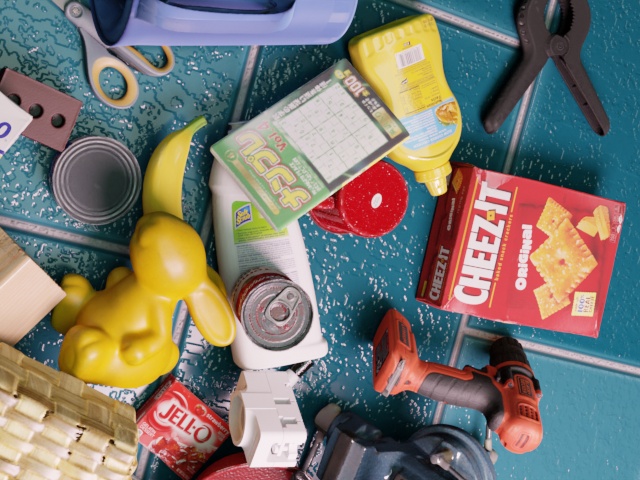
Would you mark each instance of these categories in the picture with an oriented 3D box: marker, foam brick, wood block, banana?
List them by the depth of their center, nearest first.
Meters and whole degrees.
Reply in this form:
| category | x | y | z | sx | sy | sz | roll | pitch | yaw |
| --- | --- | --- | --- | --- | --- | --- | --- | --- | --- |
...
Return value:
| category | x | y | z | sx | sy | sz | roll | pitch | yaw |
| --- | --- | --- | --- | --- | --- | --- | --- | --- | --- |
| wood block | -0.345 | 0.078 | 0.959 | 0.090 | 0.091 | 0.206 | 41 | 79 | 22 |
| foam brick | -0.270 | -0.122 | 0.999 | 0.078 | 0.051 | 0.053 | 23 | 89 | -24 |
| banana | -0.142 | -0.023 | 1.061 | 0.069 | 0.037 | 0.198 | -6 | 111 | -18 |
| marker | -0.050 | 0.167 | 1.151 | 0.121 | 0.020 | 0.020 | -47 | 112 | -10 |

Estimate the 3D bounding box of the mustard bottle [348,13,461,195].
| category | x | y | z | sx | sy | sz | roll | pitch | yaw |
| --- | --- | --- | --- | --- | --- | --- | --- | --- | --- |
| mustard bottle | 0.101 | -0.139 | 1.147 | 0.096 | 0.058 | 0.191 | -25 | 106 | -20 |

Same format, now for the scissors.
| category | x | y | z | sx | sy | sz | roll | pitch | yaw |
| --- | --- | --- | --- | --- | --- | --- | --- | --- | --- |
| scissors | -0.237 | -0.198 | 1.021 | 0.201 | 0.016 | 0.096 | 25 | 88 | -24 |

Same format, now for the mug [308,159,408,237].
| category | x | y | z | sx | sy | sz | roll | pitch | yaw |
| --- | --- | --- | --- | --- | --- | --- | --- | --- | --- |
| mug | 0.029 | -0.047 | 1.118 | 0.117 | 0.082 | 0.093 | -5 | 100 | -22 |

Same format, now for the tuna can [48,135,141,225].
| category | x | y | z | sx | sy | sz | roll | pitch | yaw |
| --- | --- | --- | --- | --- | --- | --- | --- | --- | --- |
| tuna can | -0.220 | -0.059 | 1.038 | 0.086 | 0.034 | 0.086 | -3 | 99 | -22 |

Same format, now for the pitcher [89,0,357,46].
| category | x | y | z | sx | sy | sz | roll | pitch | yaw |
| --- | --- | --- | --- | --- | --- | --- | --- | --- | --- |
| pitcher | -0.085 | -0.240 | 1.004 | 0.242 | 0.145 | 0.149 | -3 | 79 | -29 |

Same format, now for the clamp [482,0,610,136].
| category | x | y | z | sx | sy | sz | roll | pitch | yaw |
| --- | --- | --- | --- | --- | --- | --- | --- | --- | --- |
| clamp | 0.272 | -0.216 | 1.219 | 0.164 | 0.036 | 0.210 | 6 | 95 | -23 |

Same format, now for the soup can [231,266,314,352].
| category | x | y | z | sx | sy | sz | roll | pitch | yaw |
| --- | --- | --- | --- | --- | --- | --- | --- | --- | --- |
| soup can | -0.048 | 0.063 | 1.022 | 0.068 | 0.102 | 0.068 | -1 | 96 | -10 |

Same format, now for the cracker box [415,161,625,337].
| category | x | y | z | sx | sy | sz | roll | pitch | yaw |
| --- | --- | --- | --- | --- | --- | --- | --- | --- | --- |
| cracker box | 0.232 | 0.012 | 1.217 | 0.213 | 0.072 | 0.164 | 11 | 93 | -23 |

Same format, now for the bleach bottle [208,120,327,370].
| category | x | y | z | sx | sy | sz | roll | pitch | yaw |
| --- | --- | --- | --- | --- | --- | --- | --- | --- | --- |
| bleach bottle | -0.057 | 0.001 | 1.100 | 0.102 | 0.068 | 0.251 | -9 | 99 | -18 |

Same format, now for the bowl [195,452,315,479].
| category | x | y | z | sx | sy | sz | roll | pitch | yaw |
| --- | --- | --- | --- | --- | --- | --- | --- | --- | --- |
| bowl | -0.075 | 0.273 | 1.118 | 0.162 | 0.055 | 0.162 | -5 | 123 | -8 |

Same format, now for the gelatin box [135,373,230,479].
| category | x | y | z | sx | sy | sz | roll | pitch | yaw |
| --- | --- | --- | --- | --- | --- | --- | --- | --- | --- |
| gelatin box | -0.147 | 0.195 | 1.108 | 0.073 | 0.030 | 0.089 | -48 | 112 | -10 |

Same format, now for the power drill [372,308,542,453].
| category | x | y | z | sx | sy | sz | roll | pitch | yaw |
| --- | --- | --- | --- | --- | --- | --- | --- | --- | --- |
| power drill | 0.152 | 0.140 | 1.173 | 0.187 | 0.184 | 0.057 | 20 | 116 | -7 |
